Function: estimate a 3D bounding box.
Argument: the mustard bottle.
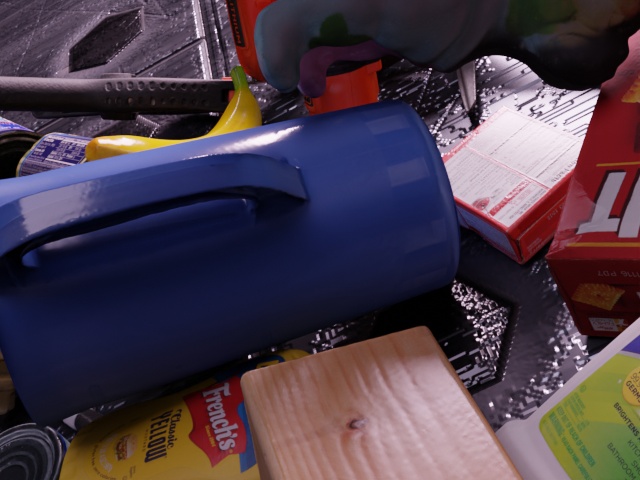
[{"bbox_3d":[-0.042,0.105,0.553,0.192,0.058,0.096,-23,31,14],"label":"mustard bottle"}]

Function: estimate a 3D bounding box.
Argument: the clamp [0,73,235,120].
[{"bbox_3d":[-0.164,-0.113,0.849,0.210,0.036,0.164,-1,5,0],"label":"clamp"}]

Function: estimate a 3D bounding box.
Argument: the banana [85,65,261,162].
[{"bbox_3d":[-0.087,-0.065,0.734,0.037,0.069,0.197,-41,1,32],"label":"banana"}]

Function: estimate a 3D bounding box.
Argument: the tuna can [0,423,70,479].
[{"bbox_3d":[-0.177,0.151,0.626,0.086,0.033,0.086,-21,40,18],"label":"tuna can"}]

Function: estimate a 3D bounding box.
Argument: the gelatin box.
[{"bbox_3d":[0.111,-0.034,0.612,0.073,0.030,0.089,-41,38,-10],"label":"gelatin box"}]

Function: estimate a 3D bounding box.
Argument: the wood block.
[{"bbox_3d":[0.039,0.133,0.406,0.090,0.090,0.206,-14,33,-9],"label":"wood block"}]

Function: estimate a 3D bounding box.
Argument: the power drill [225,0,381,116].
[{"bbox_3d":[-0.018,-0.157,0.731,0.057,0.184,0.188,-16,27,-13],"label":"power drill"}]

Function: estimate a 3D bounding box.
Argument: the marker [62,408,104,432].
[{"bbox_3d":[-0.166,0.103,0.680,0.121,0.020,0.020,20,63,47],"label":"marker"}]

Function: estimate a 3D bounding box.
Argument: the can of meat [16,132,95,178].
[{"bbox_3d":[-0.152,-0.027,0.744,0.084,0.102,0.057,13,58,46],"label":"can of meat"}]

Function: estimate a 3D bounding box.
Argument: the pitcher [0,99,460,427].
[{"bbox_3d":[-0.054,0.001,0.565,0.242,0.145,0.149,-16,24,-6],"label":"pitcher"}]
